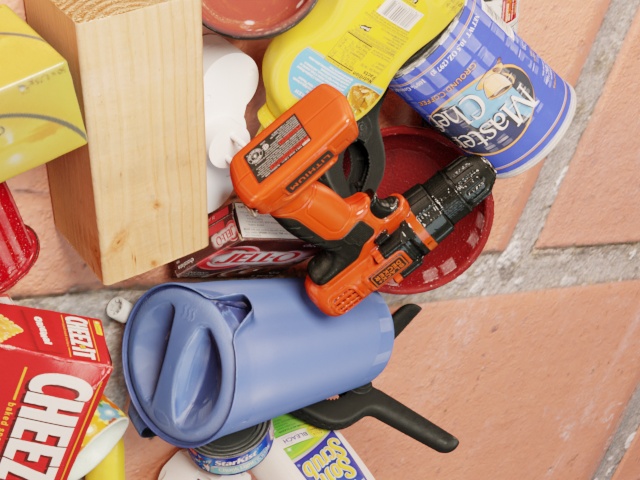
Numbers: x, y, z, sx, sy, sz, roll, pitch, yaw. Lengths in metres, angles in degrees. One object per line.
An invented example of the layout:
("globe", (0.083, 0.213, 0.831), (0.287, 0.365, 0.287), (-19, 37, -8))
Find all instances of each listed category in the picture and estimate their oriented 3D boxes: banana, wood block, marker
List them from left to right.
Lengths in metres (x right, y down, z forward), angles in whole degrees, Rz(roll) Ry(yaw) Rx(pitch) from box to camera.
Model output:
("banana", (-0.191, 0.245, 1.012), (0.198, 0.037, 0.069), (77, 33, -48))
("wood block", (-0.139, -0.085, 0.750), (0.090, 0.091, 0.206), (-22, 133, -29))
("marker", (-0.142, 0.080, 0.934), (0.020, 0.020, 0.121), (-49, 141, 0))

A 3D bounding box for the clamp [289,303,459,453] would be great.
("clamp", (0.041, 0.152, 1.078), (0.209, 0.164, 0.036), (-8, 155, -29))

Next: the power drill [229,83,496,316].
("power drill", (0.033, -0.037, 0.824), (0.184, 0.057, 0.187), (-40, 135, 6))

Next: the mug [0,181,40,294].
("mug", (-0.257, -0.013, 0.713), (0.117, 0.093, 0.081), (-7, 129, 7))

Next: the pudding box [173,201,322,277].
("pudding box", (-0.056, 0.001, 0.900), (0.113, 0.039, 0.090), (-1, 161, -45))

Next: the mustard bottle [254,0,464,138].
("mustard bottle", (0.013, -0.137, 0.800), (0.096, 0.058, 0.192), (23, 121, -37))

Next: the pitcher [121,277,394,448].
("pitcher", (-0.050, 0.100, 0.944), (0.242, 0.149, 0.145), (-5, 97, -51))

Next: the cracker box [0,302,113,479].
("cracker box", (-0.276, 0.121, 0.755), (0.213, 0.072, 0.164), (14, 114, -27))

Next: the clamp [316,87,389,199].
("clamp", (0.030, -0.101, 0.897), (0.120, 0.039, 0.171), (-12, 104, -34))

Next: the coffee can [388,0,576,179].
("coffee can", (0.126, -0.131, 0.875), (0.140, 0.103, 0.103), (37, 93, -26))

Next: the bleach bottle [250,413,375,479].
("bleach bottle", (0.016, 0.244, 1.027), (0.102, 0.251, 0.068), (-11, 127, -37))

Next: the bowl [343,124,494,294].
("bowl", (0.075, -0.034, 0.979), (0.162, 0.055, 0.162), (1, 111, 1))

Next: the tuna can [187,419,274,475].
("tuna can", (-0.087, 0.179, 1.012), (0.086, 0.086, 0.034), (-29, 138, -22))
